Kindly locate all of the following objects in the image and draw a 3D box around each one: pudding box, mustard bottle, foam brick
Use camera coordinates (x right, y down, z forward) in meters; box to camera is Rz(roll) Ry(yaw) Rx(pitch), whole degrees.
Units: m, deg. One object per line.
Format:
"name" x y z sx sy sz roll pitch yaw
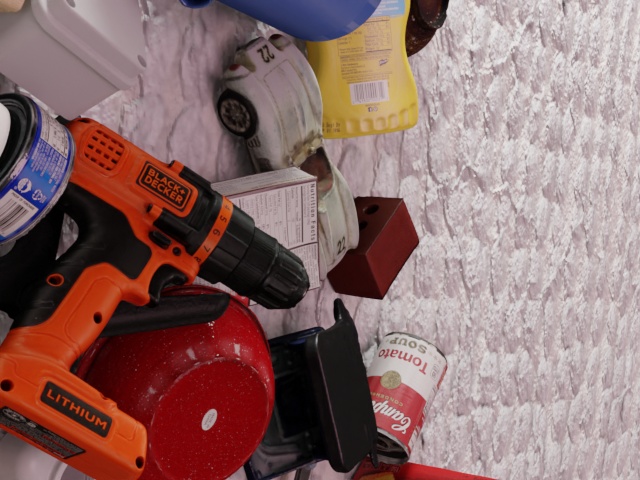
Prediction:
"pudding box" -0.055 0.001 0.776 0.113 0.039 0.090 -14 113 -30
"mustard bottle" 0.027 -0.183 0.871 0.096 0.058 0.191 -8 103 -16
"foam brick" 0.042 0.005 0.935 0.078 0.053 0.051 -55 134 -36

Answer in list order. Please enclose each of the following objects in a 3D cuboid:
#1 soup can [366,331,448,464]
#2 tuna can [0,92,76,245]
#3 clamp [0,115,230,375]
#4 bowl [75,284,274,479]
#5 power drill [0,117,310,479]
"soup can" 0.068 0.143 0.974 0.068 0.069 0.102 57 50 -40
"tuna can" -0.181 -0.040 0.598 0.033 0.086 0.086 44 60 -45
"clamp" -0.171 0.029 0.642 0.209 0.036 0.164 -38 97 -33
"bowl" -0.088 0.114 0.729 0.161 0.055 0.162 -12 111 -33
"power drill" -0.105 0.042 0.625 0.184 0.057 0.187 32 56 -18
